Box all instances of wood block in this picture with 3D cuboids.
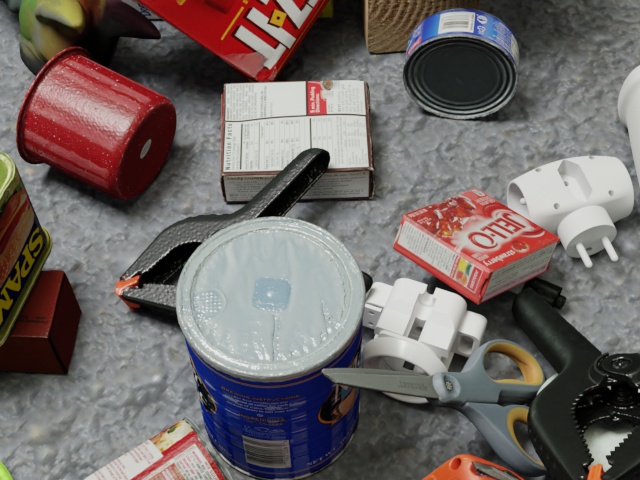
[{"bbox_3d":[0.071,-0.263,0.890,0.091,0.090,0.206,-5,55,-3],"label":"wood block"}]

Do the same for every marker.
[{"bbox_3d":[0.113,0.016,0.736,0.121,0.020,0.020,28,60,19],"label":"marker"}]

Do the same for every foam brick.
[{"bbox_3d":[-0.204,0.053,0.699,0.078,0.051,0.053,3,56,3],"label":"foam brick"}]

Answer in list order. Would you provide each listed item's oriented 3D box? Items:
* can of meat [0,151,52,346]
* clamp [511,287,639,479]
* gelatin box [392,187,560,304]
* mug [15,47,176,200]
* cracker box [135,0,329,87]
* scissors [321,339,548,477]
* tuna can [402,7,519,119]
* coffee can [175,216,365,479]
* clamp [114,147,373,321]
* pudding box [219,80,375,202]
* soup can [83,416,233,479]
[{"bbox_3d":[-0.213,0.005,0.648,0.057,0.084,0.102,13,57,10],"label":"can of meat"},{"bbox_3d":[0.181,0.081,0.601,0.165,0.036,0.209,-6,25,20],"label":"clamp"},{"bbox_3d":[0.104,0.001,0.704,0.073,0.030,0.089,35,35,30],"label":"gelatin box"},{"bbox_3d":[-0.153,-0.084,0.779,0.081,0.093,0.117,26,26,13],"label":"mug"},{"bbox_3d":[-0.077,-0.231,0.761,0.164,0.213,0.072,-55,41,6],"label":"cracker box"},{"bbox_3d":[0.082,0.102,0.612,0.201,0.016,0.096,-6,66,-51],"label":"scissors"},{"bbox_3d":[0.106,-0.132,0.800,0.086,0.086,0.033,7,54,6],"label":"tuna can"},{"bbox_3d":[-0.026,0.067,0.630,0.103,0.140,0.103,-1,55,1],"label":"coffee can"},{"bbox_3d":[-0.055,0.001,0.722,0.171,0.039,0.120,-11,52,6],"label":"clamp"},{"bbox_3d":[-0.018,-0.074,0.792,0.113,0.039,0.090,-2,57,2],"label":"pudding box"},{"bbox_3d":[-0.103,0.157,0.613,0.102,0.068,0.068,-31,60,-18],"label":"soup can"}]
